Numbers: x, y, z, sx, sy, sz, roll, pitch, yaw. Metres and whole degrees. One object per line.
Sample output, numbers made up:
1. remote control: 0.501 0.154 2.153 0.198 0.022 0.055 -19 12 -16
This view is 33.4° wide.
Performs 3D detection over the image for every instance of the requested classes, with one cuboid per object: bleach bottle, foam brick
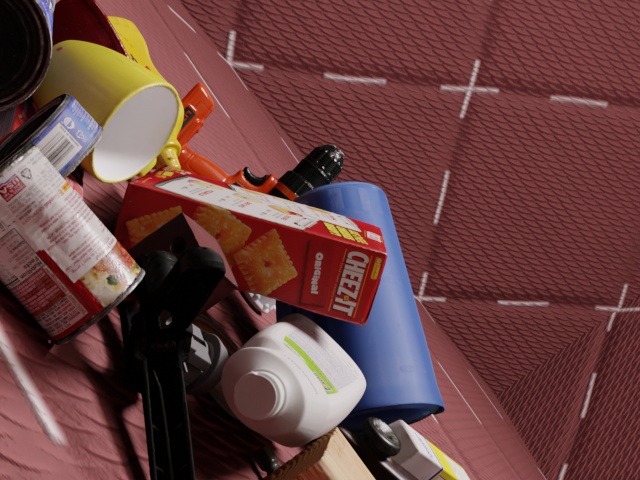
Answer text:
1. bleach bottle: -0.027 0.102 0.793 0.102 0.068 0.250 42 3 10
2. foam brick: -0.112 0.028 0.804 0.051 0.078 0.053 48 8 -50

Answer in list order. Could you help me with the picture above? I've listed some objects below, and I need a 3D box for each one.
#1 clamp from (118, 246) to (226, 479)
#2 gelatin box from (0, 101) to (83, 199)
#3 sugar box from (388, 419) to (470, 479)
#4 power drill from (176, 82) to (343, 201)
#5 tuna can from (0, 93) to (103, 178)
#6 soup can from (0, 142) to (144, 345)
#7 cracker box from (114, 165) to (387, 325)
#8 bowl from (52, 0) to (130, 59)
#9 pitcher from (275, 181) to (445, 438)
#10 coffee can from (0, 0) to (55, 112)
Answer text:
1. clamp: -0.099 0.072 0.660 0.210 0.036 0.164 -156 -109 -69
2. gelatin box: -0.208 -0.059 0.785 0.073 0.030 0.089 50 7 -25
3. sugar box: 0.080 0.235 1.023 0.176 0.093 0.048 46 9 -50
4. power drill: -0.090 -0.081 1.162 0.187 0.184 0.057 44 -9 -8
5. tuna can: -0.184 -0.056 0.694 0.033 0.086 0.086 49 8 -21
6. soup can: -0.162 0.002 0.627 0.102 0.068 0.068 51 7 -13
7. cracker box: -0.056 0.001 0.918 0.213 0.072 0.164 16 9 -1
8. bowl: -0.208 -0.137 0.930 0.162 0.055 0.162 49 -24 30
9. pitcher: 0.028 0.068 1.054 0.149 0.145 0.243 80 -1 -70
10. coffee can: -0.241 -0.160 0.757 0.102 0.103 0.140 50 7 -28
